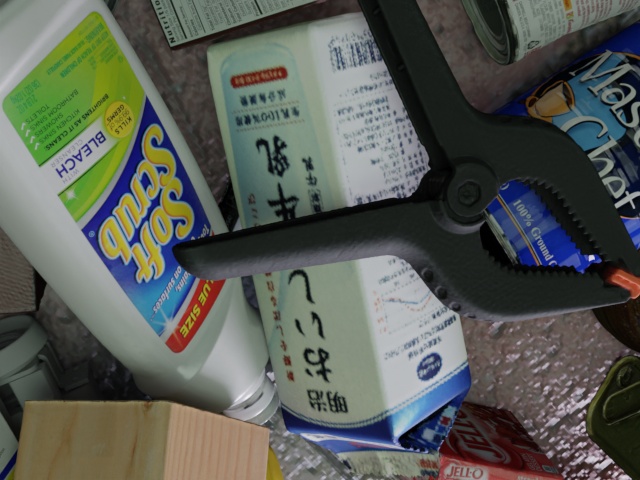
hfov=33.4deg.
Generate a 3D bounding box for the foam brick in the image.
[{"bbox_3d":[-0.167,-0.006,0.539,0.051,0.053,0.078,-1,105,-10],"label":"foam brick"}]

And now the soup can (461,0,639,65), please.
[{"bbox_3d":[0.127,-0.139,0.545,0.102,0.068,0.068,-24,107,-2],"label":"soup can"}]

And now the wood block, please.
[{"bbox_3d":[-0.090,0.184,0.493,0.090,0.090,0.206,-5,71,30],"label":"wood block"}]

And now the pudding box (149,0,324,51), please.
[{"bbox_3d":[-0.041,-0.146,0.499,0.039,0.114,0.090,-41,116,-44],"label":"pudding box"}]

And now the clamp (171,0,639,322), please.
[{"bbox_3d":[0.058,-0.033,0.471,0.209,0.036,0.164,19,93,-15],"label":"clamp"}]

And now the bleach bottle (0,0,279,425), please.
[{"bbox_3d":[-0.087,-0.007,0.515,0.102,0.068,0.250,-51,125,-29],"label":"bleach bottle"}]

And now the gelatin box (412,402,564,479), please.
[{"bbox_3d":[0.084,0.117,0.595,0.073,0.089,0.030,13,103,-13],"label":"gelatin box"}]
